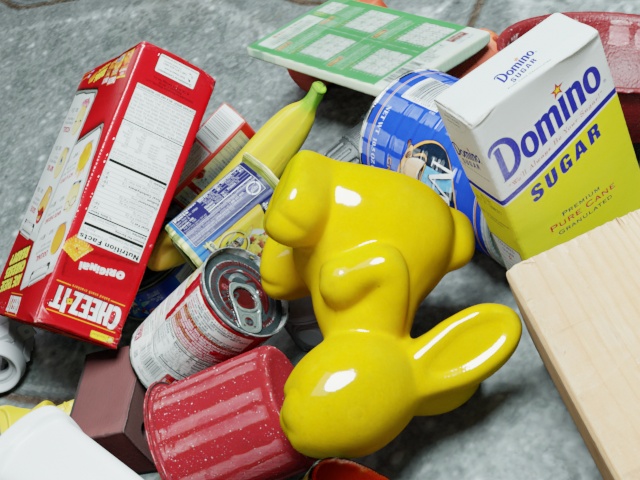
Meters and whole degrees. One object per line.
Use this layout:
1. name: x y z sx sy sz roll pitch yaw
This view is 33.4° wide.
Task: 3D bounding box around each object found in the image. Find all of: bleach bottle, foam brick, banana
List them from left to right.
1. foam brick: -0.140 0.121 0.753 0.051 0.053 0.078 -14 43 20
2. bleach bottle: -0.094 0.185 0.616 0.251 0.102 0.068 19 51 42
3. banana: -0.067 -0.046 0.842 0.037 0.069 0.197 36 76 16

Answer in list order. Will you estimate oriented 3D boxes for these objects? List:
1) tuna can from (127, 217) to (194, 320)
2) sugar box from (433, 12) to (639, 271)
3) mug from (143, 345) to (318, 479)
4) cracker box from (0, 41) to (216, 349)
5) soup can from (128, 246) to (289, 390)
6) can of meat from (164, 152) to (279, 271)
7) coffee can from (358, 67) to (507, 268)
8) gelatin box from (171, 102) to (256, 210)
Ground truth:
1. tuna can: -0.135 0.022 0.869 0.086 0.033 0.086 -18 41 16
2. sugar box: 0.142 -0.036 0.641 0.093 0.176 0.048 -36 39 -7
3. mug: -0.050 0.115 0.678 0.081 0.093 0.117 -24 5 12
4. cracker box: -0.168 -0.031 0.815 0.164 0.072 0.213 -1 68 62
5. soup can: -0.077 0.060 0.723 0.102 0.068 0.068 -42 28 37
6. can of meat: -0.055 0.001 0.788 0.084 0.102 0.058 -41 42 -9
7. coffee can: 0.107 -0.052 0.738 0.102 0.102 0.140 -41 40 -13
8. gelatin box: -0.089 -0.063 0.883 0.089 0.073 0.030 -46 68 0
